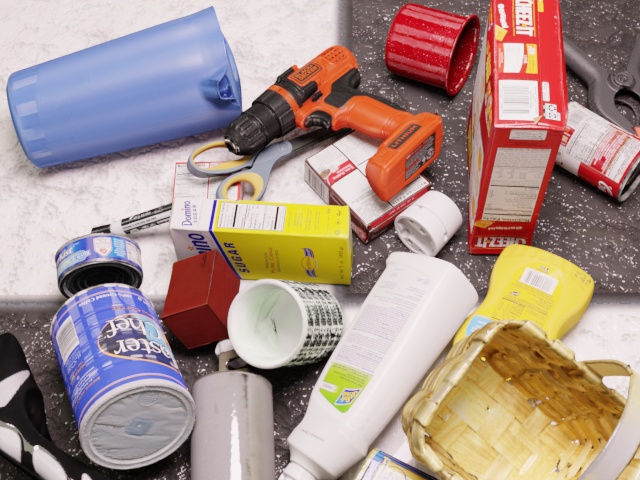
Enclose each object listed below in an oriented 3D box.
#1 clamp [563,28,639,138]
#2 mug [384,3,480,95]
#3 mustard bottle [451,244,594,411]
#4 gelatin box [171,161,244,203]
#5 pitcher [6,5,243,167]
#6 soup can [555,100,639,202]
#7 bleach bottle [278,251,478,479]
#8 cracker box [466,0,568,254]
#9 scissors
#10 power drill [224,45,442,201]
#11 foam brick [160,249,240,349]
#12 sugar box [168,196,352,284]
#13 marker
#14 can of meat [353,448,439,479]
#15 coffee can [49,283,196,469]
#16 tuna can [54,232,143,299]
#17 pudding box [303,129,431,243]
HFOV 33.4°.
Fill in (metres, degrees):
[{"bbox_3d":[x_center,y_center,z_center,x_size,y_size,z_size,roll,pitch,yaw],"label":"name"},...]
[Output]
[{"bbox_3d":[0.320,-0.174,1.190,0.120,0.039,0.171,-2,57,4],"label":"clamp"},{"bbox_3d":[0.130,-0.223,1.210,0.082,0.093,0.117,20,29,21],"label":"mug"},{"bbox_3d":[0.179,0.097,1.012,0.096,0.058,0.191,25,62,18],"label":"mustard bottle"},{"bbox_3d":[-0.119,-0.042,1.135,0.073,0.030,0.089,-2,57,3],"label":"gelatin box"},{"bbox_3d":[-0.210,-0.164,1.171,0.242,0.149,0.145,-15,73,-3],"label":"pitcher"},{"bbox_3d":[0.291,-0.095,1.124,0.102,0.068,0.068,35,65,23],"label":"soup can"},{"bbox_3d":[0.041,0.126,0.992,0.103,0.068,0.250,10,57,54],"label":"bleach bottle"},{"bbox_3d":[0.189,-0.109,1.052,0.072,0.214,0.164,3,58,3],"label":"cracker box"},{"bbox_3d":[-0.042,-0.080,1.142,0.201,0.016,0.096,-8,62,-22],"label":"scissors"},{"bbox_3d":[0.018,-0.117,1.110,0.188,0.057,0.184,34,61,27],"label":"power drill"},{"bbox_3d":[-0.115,0.057,1.038,0.053,0.051,0.078,-17,39,20],"label":"foam brick"},{"bbox_3d":[-0.057,0.002,1.066,0.176,0.093,0.048,1,57,4],"label":"sugar box"},{"bbox_3d":[-0.187,-0.019,1.109,0.121,0.020,0.020,-17,55,17],"label":"marker"},{"bbox_3d":[0.063,0.242,0.926,0.084,0.057,0.102,24,61,20],"label":"can of meat"},{"bbox_3d":[-0.182,0.121,0.970,0.102,0.103,0.140,-21,43,-11],"label":"coffee can"},{"bbox_3d":[-0.220,0.029,1.061,0.086,0.086,0.034,-11,59,-4],"label":"tuna can"},{"bbox_3d":[0.049,-0.063,1.134,0.090,0.039,0.114,-32,63,-18],"label":"pudding box"}]
